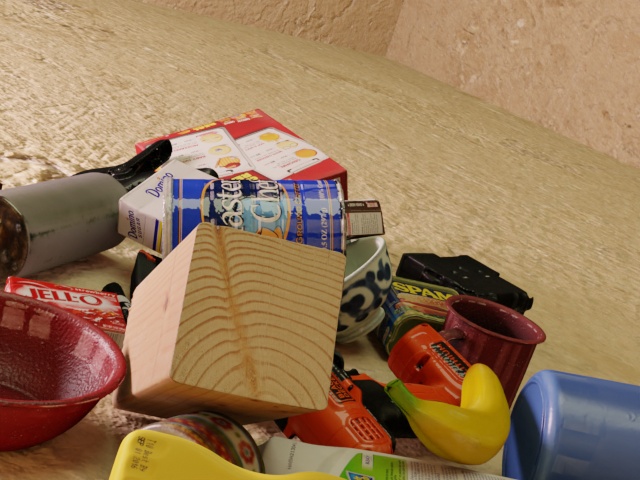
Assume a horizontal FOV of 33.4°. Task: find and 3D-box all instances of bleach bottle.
[{"bbox_3d":[0.053,0.170,0.672,0.251,0.068,0.102,15,12,0],"label":"bleach bottle"}]

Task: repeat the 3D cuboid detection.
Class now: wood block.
[{"bbox_3d":[-0.065,0.062,0.669,0.090,0.091,0.206,13,-16,-16],"label":"wood block"}]

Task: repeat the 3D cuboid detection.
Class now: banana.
[{"bbox_3d":[0.102,0.118,0.732,0.197,0.037,0.069,11,54,-67],"label":"banana"}]

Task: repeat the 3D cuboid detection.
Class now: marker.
[{"bbox_3d":[-0.156,0.065,0.866,0.020,0.020,0.121,9,18,-29],"label":"marker"}]

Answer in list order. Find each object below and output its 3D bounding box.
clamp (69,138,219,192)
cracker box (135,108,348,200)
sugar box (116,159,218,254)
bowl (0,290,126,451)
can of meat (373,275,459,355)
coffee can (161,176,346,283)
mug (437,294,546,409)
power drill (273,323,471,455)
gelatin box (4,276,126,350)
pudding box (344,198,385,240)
[{"bbox_3d":[-0.192,-0.056,1.088,0.171,0.039,0.120,-29,31,-33],"label":"clamp"},{"bbox_3d":[-0.091,-0.066,1.191,0.164,0.072,0.214,-19,33,-23],"label":"cracker box"},{"bbox_3d":[-0.087,-0.007,0.971,0.176,0.048,0.093,23,37,18],"label":"sugar box"},{"bbox_3d":[-0.208,0.086,0.673,0.162,0.055,0.162,17,16,-5],"label":"bowl"},{"bbox_3d":[0.099,0.082,1.024,0.102,0.057,0.084,13,19,-18],"label":"can of meat"},{"bbox_3d":[-0.056,0.001,0.857,0.140,0.103,0.103,0,19,-7],"label":"coffee can"},{"bbox_3d":[0.133,0.104,0.938,0.117,0.081,0.093,3,22,-44],"label":"mug"},{"bbox_3d":[0.031,0.107,0.823,0.187,0.057,0.185,-1,39,-44],"label":"power drill"},{"bbox_3d":[-0.197,0.059,0.819,0.089,0.030,0.073,12,17,-22],"label":"gelatin box"},{"bbox_3d":[-0.008,-0.014,1.046,0.114,0.039,0.089,-11,-4,38],"label":"pudding box"}]
